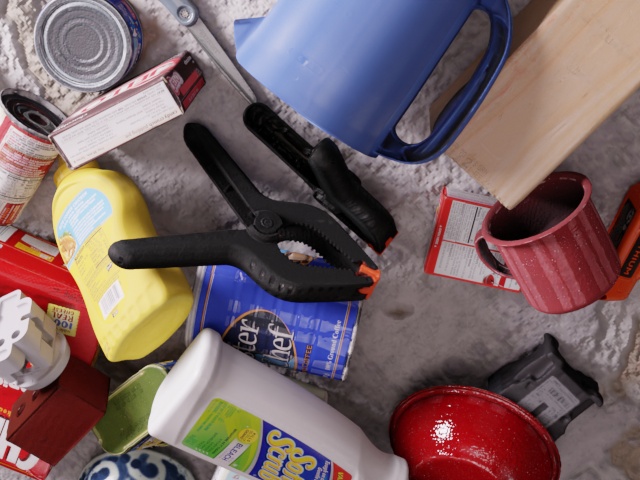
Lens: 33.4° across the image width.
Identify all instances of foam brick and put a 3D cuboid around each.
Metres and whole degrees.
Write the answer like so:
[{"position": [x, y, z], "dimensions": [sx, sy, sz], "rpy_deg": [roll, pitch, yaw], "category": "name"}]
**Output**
[{"position": [-0.229, 0.147, 0.932], "dimensions": [0.051, 0.053, 0.078], "rpy_deg": [38, 108, -23], "category": "foam brick"}]

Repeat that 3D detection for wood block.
[{"position": [0.186, -0.135, 0.824], "dimensions": [0.090, 0.090, 0.206], "rpy_deg": [40, 110, -11], "category": "wood block"}]

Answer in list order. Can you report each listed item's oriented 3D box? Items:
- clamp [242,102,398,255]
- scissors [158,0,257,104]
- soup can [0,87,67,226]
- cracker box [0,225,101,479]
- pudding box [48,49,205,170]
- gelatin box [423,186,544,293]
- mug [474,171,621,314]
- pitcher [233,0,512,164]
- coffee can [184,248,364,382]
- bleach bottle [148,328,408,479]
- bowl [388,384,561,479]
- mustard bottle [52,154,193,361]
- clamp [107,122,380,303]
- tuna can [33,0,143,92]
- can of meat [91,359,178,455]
[{"position": [0.005, -0.050, 0.881], "dimensions": [0.039, 0.120, 0.171], "rpy_deg": [-43, 138, -4], "category": "clamp"}, {"position": [-0.104, -0.205, 0.869], "dimensions": [0.201, 0.016, 0.096], "rpy_deg": [38, 111, -9], "category": "scissors"}, {"position": [-0.266, -0.070, 0.914], "dimensions": [0.068, 0.068, 0.102], "rpy_deg": [35, 112, -8], "category": "soup can"}, {"position": [-0.291, 0.099, 0.984], "dimensions": [0.164, 0.072, 0.214], "rpy_deg": [23, 113, -4], "category": "cracker box"}, {"position": [-0.156, -0.108, 0.874], "dimensions": [0.114, 0.090, 0.039], "rpy_deg": [-26, 108, 16], "category": "pudding box"}, {"position": [0.140, 0.000, 0.917], "dimensions": [0.089, 0.030, 0.073], "rpy_deg": [12, 112, -1], "category": "gelatin box"}, {"position": [0.179, 0.006, 0.859], "dimensions": [0.117, 0.093, 0.081], "rpy_deg": [-11, 122, 40], "category": "mug"}, {"position": [0.064, -0.184, 0.785], "dimensions": [0.149, 0.145, 0.243], "rpy_deg": [29, 104, -35], "category": "pitcher"}, {"position": [-0.037, 0.058, 0.921], "dimensions": [0.140, 0.102, 0.103], "rpy_deg": [12, 113, 1], "category": "coffee can"}, {"position": [-0.013, 0.171, 0.902], "dimensions": [0.250, 0.068, 0.103], "rpy_deg": [28, 123, -16], "category": "bleach bottle"}, {"position": [0.131, 0.208, 0.962], "dimensions": [0.162, 0.055, 0.162], "rpy_deg": [13, 130, 16], "category": "bowl"}, {"position": [-0.179, -0.001, 0.898], "dimensions": [0.096, 0.058, 0.192], "rpy_deg": [-47, 62, 34], "category": "mustard bottle"}, {"position": [-0.056, 0.001, 0.859], "dimensions": [0.210, 0.164, 0.036], "rpy_deg": [29, 140, 4], "category": "clamp"}, {"position": [-0.192, -0.167, 0.885], "dimensions": [0.086, 0.033, 0.086], "rpy_deg": [2, 112, 5], "category": "tuna can"}, {"position": [-0.148, 0.150, 0.973], "dimensions": [0.102, 0.083, 0.057], "rpy_deg": [-38, 75, 19], "category": "can of meat"}]
